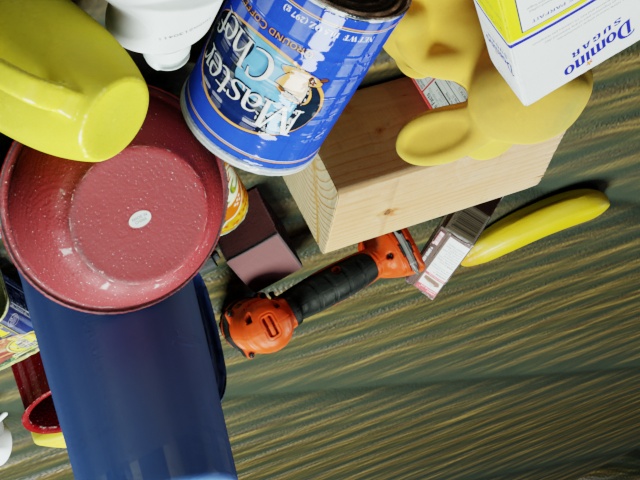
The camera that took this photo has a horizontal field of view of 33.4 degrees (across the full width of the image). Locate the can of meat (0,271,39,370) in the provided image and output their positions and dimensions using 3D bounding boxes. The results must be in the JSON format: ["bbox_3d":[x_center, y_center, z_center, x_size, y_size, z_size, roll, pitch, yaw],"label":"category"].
[{"bbox_3d":[-0.274,0.068,0.840,0.102,0.057,0.084,-25,156,4],"label":"can of meat"}]

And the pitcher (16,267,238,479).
[{"bbox_3d":[-0.136,0.092,0.801,0.149,0.243,0.145,-13,153,-15],"label":"pitcher"}]

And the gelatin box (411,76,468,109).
[{"bbox_3d":[0.113,-0.136,0.813,0.030,0.073,0.089,5,138,-46],"label":"gelatin box"}]

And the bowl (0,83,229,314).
[{"bbox_3d":[-0.126,-0.022,0.701,0.161,0.055,0.162,-7,106,-25],"label":"bowl"}]

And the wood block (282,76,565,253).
[{"bbox_3d":[0.083,-0.075,0.876,0.205,0.090,0.091,-18,152,-18],"label":"wood block"}]

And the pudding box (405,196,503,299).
[{"bbox_3d":[0.134,-0.009,1.033,0.113,0.039,0.090,-49,172,-43],"label":"pudding box"}]

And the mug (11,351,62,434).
[{"bbox_3d":[-0.229,0.117,0.937,0.093,0.081,0.117,-6,146,-34],"label":"mug"}]

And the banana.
[{"bbox_3d":[0.245,-0.018,1.172,0.197,0.037,0.070,-19,150,-16],"label":"banana"}]

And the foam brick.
[{"bbox_3d":[-0.056,0.001,0.923,0.051,0.053,0.078,-29,153,3],"label":"foam brick"}]

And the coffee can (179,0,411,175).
[{"bbox_3d":[-0.019,-0.125,0.686,0.102,0.103,0.140,-5,145,-36],"label":"coffee can"}]

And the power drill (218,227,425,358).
[{"bbox_3d":[-0.006,0.048,1.000,0.187,0.057,0.185,-30,-175,-13],"label":"power drill"}]
